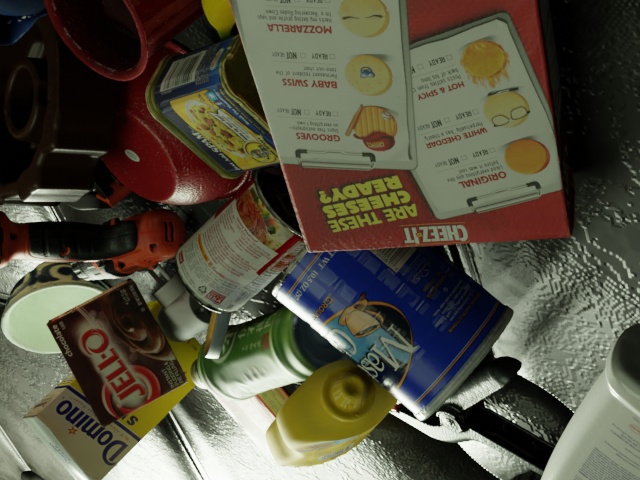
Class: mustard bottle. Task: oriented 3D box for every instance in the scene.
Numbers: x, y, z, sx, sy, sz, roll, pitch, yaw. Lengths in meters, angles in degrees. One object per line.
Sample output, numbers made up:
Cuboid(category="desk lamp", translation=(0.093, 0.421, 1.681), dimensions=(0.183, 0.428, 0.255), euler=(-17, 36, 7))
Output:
Cuboid(category="mustard bottle", translation=(0.011, 0.135, 0.841), dimensions=(0.192, 0.096, 0.058), euler=(112, 138, -70))

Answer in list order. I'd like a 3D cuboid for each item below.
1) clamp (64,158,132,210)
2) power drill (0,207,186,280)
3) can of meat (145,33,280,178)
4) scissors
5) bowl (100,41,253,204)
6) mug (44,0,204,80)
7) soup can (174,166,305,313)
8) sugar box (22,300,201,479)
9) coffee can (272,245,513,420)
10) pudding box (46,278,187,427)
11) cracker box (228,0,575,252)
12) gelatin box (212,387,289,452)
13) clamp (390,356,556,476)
Cuboid(category="clamp", translation=(-0.261, -0.091, 0.988), dimensions=(0.210, 0.036, 0.164), euler=(24, 142, 32))
Cuboid(category="power drill", translation=(-0.238, 0.006, 0.957), dimensions=(0.185, 0.187, 0.057), euler=(-19, 77, 51))
Cuboid(category="can of meat", translation=(-0.057, -0.094, 0.748), dimensions=(0.084, 0.057, 0.102), euler=(-8, 140, 46))
Cuboid(category="scissors", translation=(-0.072, 0.006, 0.909), dimensions=(0.016, 0.096, 0.202), euler=(11, 114, -11))
Cuboid(category="bowl", translation=(-0.132, -0.084, 0.852), dimensions=(0.162, 0.055, 0.162), euler=(27, 143, 23))
Cuboid(category="mug", translation=(-0.132, -0.164, 0.741), dimensions=(0.093, 0.081, 0.117), euler=(40, 145, 5))
Cuboid(category="soup can", translation=(-0.055, 0.001, 0.817), dimensions=(0.068, 0.068, 0.102), euler=(46, 116, -4))
Cuboid(category="sugar box", translation=(-0.195, 0.148, 1.055), dimensions=(0.093, 0.176, 0.048), euler=(53, 145, -13))
Cuboid(category="coffee can", translation=(0.051, 0.044, 0.762), dimensions=(0.140, 0.102, 0.103), euler=(40, 146, 5))
Cuboid(category="pudding box", translation=(-0.189, 0.104, 0.999), dimensions=(0.113, 0.090, 0.039), euler=(62, 172, -4))
Cuboid(category="cracker box", translation=(0.049, -0.099, 0.601), dimensions=(0.164, 0.072, 0.213), euler=(-3, 128, 20))
Cuboid(category="gelatin box", translation=(-0.058, 0.171, 1.070), dimensions=(0.089, 0.030, 0.073), euler=(51, 145, -12))
Cuboid(category="clamp", translation=(0.121, 0.141, 0.852), dimensions=(0.172, 0.039, 0.120), euler=(-8, 117, 56))
